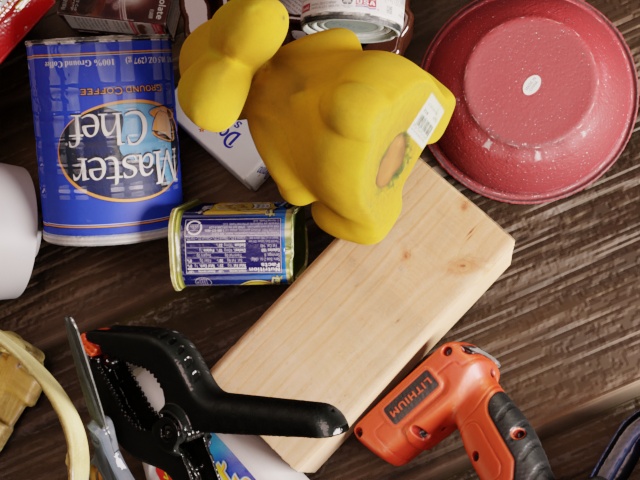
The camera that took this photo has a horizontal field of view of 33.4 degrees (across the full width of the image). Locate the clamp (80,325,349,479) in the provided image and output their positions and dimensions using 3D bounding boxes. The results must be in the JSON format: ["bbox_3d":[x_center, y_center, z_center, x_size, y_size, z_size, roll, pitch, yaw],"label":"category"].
[{"bbox_3d":[-0.086,0.130,0.688,0.210,0.036,0.165,30,113,30],"label":"clamp"}]

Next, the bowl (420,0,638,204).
[{"bbox_3d":[0.148,-0.108,0.759,0.162,0.055,0.162,0,88,8],"label":"bowl"}]

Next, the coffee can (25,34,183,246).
[{"bbox_3d":[-0.152,-0.073,0.761,0.103,0.102,0.140,-1,100,8],"label":"coffee can"}]

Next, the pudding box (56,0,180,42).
[{"bbox_3d":[-0.151,-0.219,0.850,0.090,0.039,0.113,7,79,10],"label":"pudding box"}]

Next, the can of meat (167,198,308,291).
[{"bbox_3d":[-0.055,0.001,0.754,0.084,0.102,0.057,-1,97,5],"label":"can of meat"}]

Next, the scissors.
[{"bbox_3d":[-0.131,0.142,0.692,0.016,0.202,0.096,-29,55,-29],"label":"scissors"}]

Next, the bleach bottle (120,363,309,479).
[{"bbox_3d":[-0.069,0.176,0.737,0.251,0.068,0.103,43,101,19],"label":"bleach bottle"}]

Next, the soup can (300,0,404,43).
[{"bbox_3d":[0.023,-0.185,0.691,0.068,0.068,0.102,4,88,9],"label":"soup can"}]

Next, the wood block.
[{"bbox_3d":[0.029,0.054,0.735,0.090,0.091,0.206,43,87,15],"label":"wood block"}]

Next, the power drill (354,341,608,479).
[{"bbox_3d":[0.099,0.173,0.679,0.184,0.057,0.188,-44,53,10],"label":"power drill"}]

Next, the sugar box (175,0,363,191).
[{"bbox_3d":[-0.027,-0.133,0.810,0.093,0.048,0.176,42,90,14],"label":"sugar box"}]
